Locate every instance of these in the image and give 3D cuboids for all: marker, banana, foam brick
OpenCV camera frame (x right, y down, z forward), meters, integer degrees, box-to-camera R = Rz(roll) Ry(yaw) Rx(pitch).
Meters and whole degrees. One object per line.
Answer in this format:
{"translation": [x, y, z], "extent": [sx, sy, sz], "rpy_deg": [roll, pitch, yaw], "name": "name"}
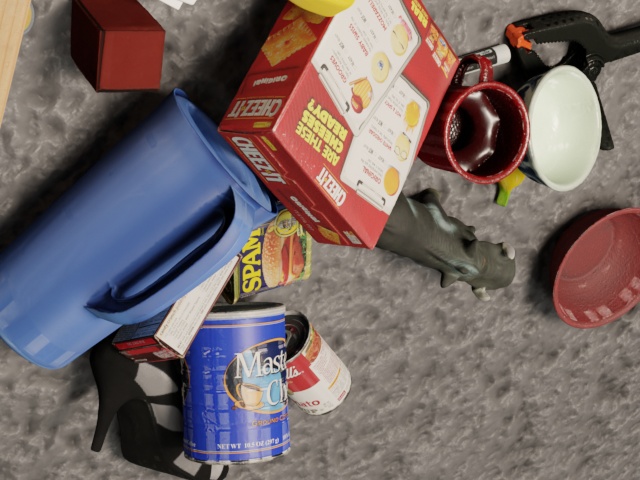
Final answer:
{"translation": [0.129, -0.167, 1.036], "extent": [0.121, 0.020, 0.020], "rpy_deg": [-19, 127, -19], "name": "marker"}
{"translation": [0.153, -0.092, 1.086], "extent": [0.197, 0.037, 0.070], "rpy_deg": [26, 102, -39], "name": "banana"}
{"translation": [-0.161, -0.154, 0.838], "extent": [0.051, 0.078, 0.053], "rpy_deg": [-7, 124, -27], "name": "foam brick"}

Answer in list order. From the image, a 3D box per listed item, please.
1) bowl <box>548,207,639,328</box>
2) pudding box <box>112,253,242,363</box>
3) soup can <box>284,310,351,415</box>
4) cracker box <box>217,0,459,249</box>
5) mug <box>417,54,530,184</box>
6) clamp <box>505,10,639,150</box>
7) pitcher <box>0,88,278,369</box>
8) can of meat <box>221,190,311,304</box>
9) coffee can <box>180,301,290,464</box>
{"translation": [0.323, 0.022, 1.246], "extent": [0.161, 0.055, 0.162], "rpy_deg": [-15, 126, -22], "name": "bowl"}
{"translation": [-0.129, 0.054, 0.953], "extent": [0.039, 0.090, 0.113], "rpy_deg": [39, 62, -24], "name": "pudding box"}
{"translation": [-0.018, 0.128, 1.109], "extent": [0.068, 0.069, 0.102], "rpy_deg": [-39, 131, -3], "name": "soup can"}
{"translation": [0.022, -0.126, 0.906], "extent": [0.164, 0.072, 0.213], "rpy_deg": [48, 59, -41], "name": "cracker box"}
{"translation": [0.136, -0.115, 0.997], "extent": [0.093, 0.082, 0.117], "rpy_deg": [0, 99, -25], "name": "mug"}
{"translation": [0.280, -0.189, 1.093], "extent": [0.209, 0.036, 0.165], "rpy_deg": [20, 116, -35], "name": "clamp"}
{"translation": [-0.162, 0.003, 0.883], "extent": [0.243, 0.149, 0.145], "rpy_deg": [-39, 86, 8], "name": "pitcher"}
{"translation": [-0.057, 0.001, 1.013], "extent": [0.083, 0.057, 0.102], "rpy_deg": [-15, 126, -24], "name": "can of meat"}
{"translation": [-0.082, 0.132, 1.016], "extent": [0.102, 0.103, 0.140], "rpy_deg": [-3, 92, -29], "name": "coffee can"}
